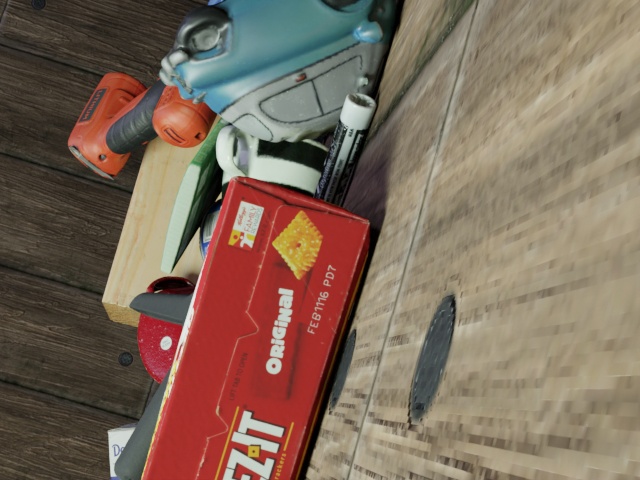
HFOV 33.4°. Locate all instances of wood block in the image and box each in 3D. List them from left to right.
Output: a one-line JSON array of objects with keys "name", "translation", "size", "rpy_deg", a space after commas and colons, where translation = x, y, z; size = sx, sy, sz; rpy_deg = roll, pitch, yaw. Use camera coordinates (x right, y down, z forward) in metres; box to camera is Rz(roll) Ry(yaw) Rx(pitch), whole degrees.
[{"name": "wood block", "translation": [-0.135, -0.019, 1.022], "size": [0.091, 0.090, 0.206], "rpy_deg": [106, 177, -73]}]

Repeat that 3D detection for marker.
[{"name": "marker", "translation": [0.008, -0.037, 0.671], "size": [0.020, 0.020, 0.121], "rpy_deg": [-79, 7, -55]}]

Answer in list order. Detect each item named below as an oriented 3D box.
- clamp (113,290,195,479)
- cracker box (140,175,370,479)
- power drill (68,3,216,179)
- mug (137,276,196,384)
[{"name": "clamp", "translation": [-0.082, 0.073, 0.759], "size": [0.210, 0.036, 0.164], "rpy_deg": [-32, 43, 39]}, {"name": "cracker box", "translation": [-0.037, 0.056, 0.554], "size": [0.214, 0.072, 0.164], "rpy_deg": [-157, 84, -85]}, {"name": "power drill", "translation": [-0.133, -0.139, 0.929], "size": [0.188, 0.057, 0.184], "rpy_deg": [-21, 39, 46]}, {"name": "mug", "translation": [-0.105, 0.071, 0.901], "size": [0.117, 0.081, 0.093], "rpy_deg": [50, 124, 31]}]
